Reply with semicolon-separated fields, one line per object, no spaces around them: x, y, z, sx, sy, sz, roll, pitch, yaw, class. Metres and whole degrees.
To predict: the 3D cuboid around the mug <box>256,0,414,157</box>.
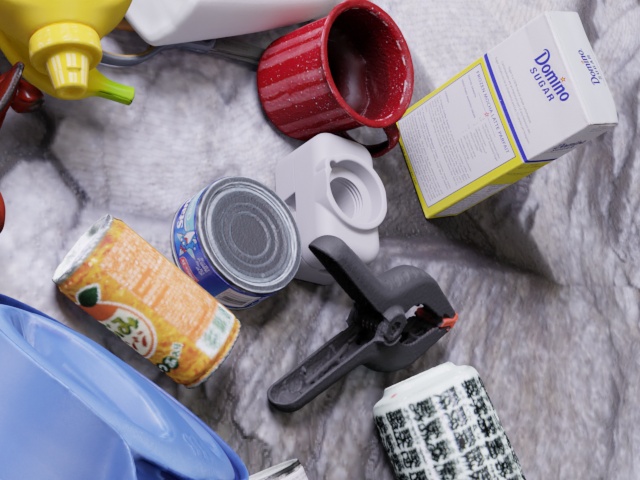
0.014;-0.110;0.783;0.117;0.082;0.093;54;51;-22;mug

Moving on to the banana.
-0.186;-0.165;0.675;0.069;0.037;0.198;-16;79;-44;banana

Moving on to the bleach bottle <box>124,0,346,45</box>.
-0.050;-0.204;0.783;0.250;0.068;0.102;-25;82;-54;bleach bottle

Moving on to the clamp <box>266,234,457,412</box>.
0.031;0.064;0.735;0.171;0.039;0.120;15;105;-48;clamp

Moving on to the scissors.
-0.098;-0.162;0.764;0.201;0.016;0.096;-10;76;-43;scissors

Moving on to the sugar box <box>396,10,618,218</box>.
0.137;-0.092;0.819;0.048;0.177;0.093;-7;74;-42;sugar box

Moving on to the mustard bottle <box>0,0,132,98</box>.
-0.159;-0.173;0.631;0.096;0.058;0.191;-3;71;-25;mustard bottle

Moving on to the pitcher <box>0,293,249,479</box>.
-0.153;0.147;0.434;0.145;0.149;0.243;35;87;11;pitcher

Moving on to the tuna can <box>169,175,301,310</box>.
-0.055;0.001;0.709;0.086;0.034;0.086;19;59;-33;tuna can
